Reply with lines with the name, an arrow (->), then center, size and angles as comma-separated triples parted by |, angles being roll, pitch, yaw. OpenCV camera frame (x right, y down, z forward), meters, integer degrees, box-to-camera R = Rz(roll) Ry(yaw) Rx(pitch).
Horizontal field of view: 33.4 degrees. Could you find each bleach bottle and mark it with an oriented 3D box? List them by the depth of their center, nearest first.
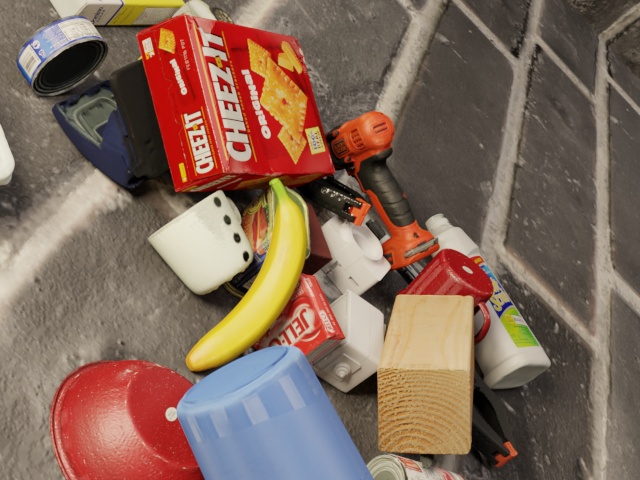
bleach bottle -> 0.203, 0.072, 1.405 | 0.102, 0.068, 0.251 | 7, 48, -51

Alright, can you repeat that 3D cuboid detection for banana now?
banana -> -0.059, 0.043, 1.008 | 0.069, 0.037, 0.197 | 28, 76, -16

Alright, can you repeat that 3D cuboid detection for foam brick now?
foam brick -> -0.032, -0.001, 1.178 | 0.051, 0.053, 0.078 | 14, 47, -46

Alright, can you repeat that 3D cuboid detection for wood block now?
wood block -> 0.114, 0.133, 1.109 | 0.206, 0.090, 0.091 | -61, 149, -71

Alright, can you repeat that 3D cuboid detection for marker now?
marker -> 0.099, 0.022, 1.362 | 0.121, 0.020, 0.020 | 50, 30, -1

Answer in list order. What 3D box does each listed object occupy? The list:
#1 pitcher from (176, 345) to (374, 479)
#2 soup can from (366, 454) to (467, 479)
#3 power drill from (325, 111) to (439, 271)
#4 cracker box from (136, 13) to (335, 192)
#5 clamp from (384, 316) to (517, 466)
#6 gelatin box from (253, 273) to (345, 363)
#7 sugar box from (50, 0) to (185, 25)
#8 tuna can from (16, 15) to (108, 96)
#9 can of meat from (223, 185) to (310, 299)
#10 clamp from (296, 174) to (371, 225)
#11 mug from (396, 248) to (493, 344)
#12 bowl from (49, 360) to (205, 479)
pitcher -> -0.011, 0.206, 0.839 | 0.144, 0.149, 0.243 | -28, 97, -23
soup can -> 0.094, 0.252, 1.047 | 0.102, 0.069, 0.068 | 24, 39, -37
power drill -> 0.060, -0.054, 1.293 | 0.057, 0.185, 0.187 | -27, 93, -22
cracker box -> -0.080, -0.137, 1.107 | 0.213, 0.072, 0.164 | -6, 79, -60
clamp -> 0.171, 0.169, 1.276 | 0.164, 0.036, 0.210 | -8, 59, -56
gelatin box -> -0.027, 0.086, 1.048 | 0.030, 0.089, 0.073 | 6, 52, -51
sugar box -> -0.243, -0.295, 1.229 | 0.093, 0.048, 0.175 | 56, 29, 9
tuna can -> -0.253, -0.181, 1.047 | 0.034, 0.086, 0.086 | 54, 30, 10
can of meat -> -0.057, 0.001, 1.108 | 0.057, 0.084, 0.102 | 31, 35, -30
clamp -> -0.013, -0.068, 1.239 | 0.120, 0.039, 0.172 | 7, 18, -38
mug -> 0.157, 0.072, 1.262 | 0.093, 0.082, 0.117 | 8, 38, -48
bowl -> -0.135, 0.155, 0.862 | 0.162, 0.055, 0.162 | 34, 33, -26
